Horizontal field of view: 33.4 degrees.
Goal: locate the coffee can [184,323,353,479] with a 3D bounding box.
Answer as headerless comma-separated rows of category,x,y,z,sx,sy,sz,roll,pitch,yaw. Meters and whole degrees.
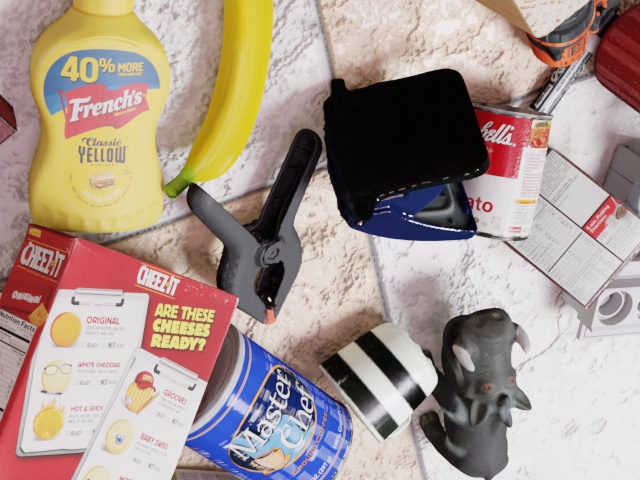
coffee can,-0.056,0.145,0.887,0.103,0.103,0.140,-46,122,7

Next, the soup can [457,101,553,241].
soup can,0.145,-0.057,0.863,0.068,0.069,0.102,4,103,-22

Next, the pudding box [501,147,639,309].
pudding box,0.211,-0.010,0.905,0.113,0.039,0.090,41,102,14

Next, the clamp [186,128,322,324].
clamp,-0.055,0.001,0.829,0.120,0.039,0.171,-17,130,-32

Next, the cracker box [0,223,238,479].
cracker box,-0.169,0.113,0.771,0.164,0.072,0.213,25,83,-48

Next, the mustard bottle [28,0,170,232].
mustard bottle,-0.154,-0.101,0.748,0.096,0.058,0.192,-1,116,-18

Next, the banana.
banana,-0.063,-0.123,0.770,0.037,0.069,0.198,21,108,16

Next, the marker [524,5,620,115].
marker,0.206,-0.143,0.880,0.020,0.020,0.121,27,105,-29
